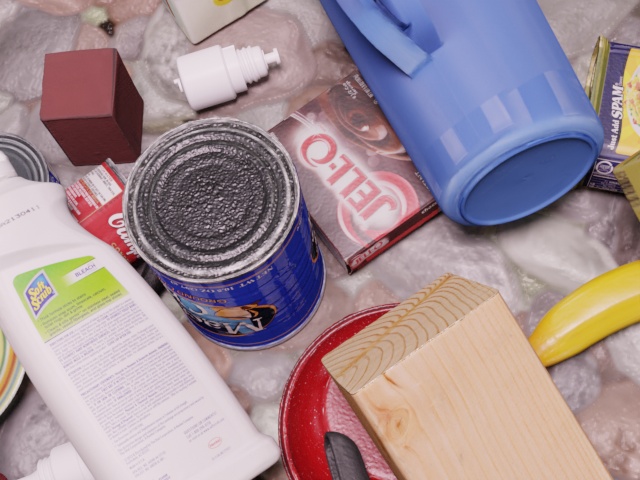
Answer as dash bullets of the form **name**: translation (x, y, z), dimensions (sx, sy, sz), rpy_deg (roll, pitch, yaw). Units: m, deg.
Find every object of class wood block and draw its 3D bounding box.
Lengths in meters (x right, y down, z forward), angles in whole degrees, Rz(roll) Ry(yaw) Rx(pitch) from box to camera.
- **wood block**: translation (0.097, 0.131, 0.572), dimensions (0.090, 0.090, 0.206), rpy_deg (-34, 100, -6)

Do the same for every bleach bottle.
- **bleach bottle**: translation (-0.133, 0.053, 0.648), dimensions (0.102, 0.068, 0.251), rpy_deg (-31, 85, -25)

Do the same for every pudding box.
- **pudding box**: translation (0.023, -0.047, 0.727), dimensions (0.090, 0.039, 0.113), rpy_deg (-35, 69, -7)

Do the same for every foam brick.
- **foam brick**: translation (-0.159, -0.092, 0.747), dimensions (0.051, 0.078, 0.053), rpy_deg (-2, 69, 5)

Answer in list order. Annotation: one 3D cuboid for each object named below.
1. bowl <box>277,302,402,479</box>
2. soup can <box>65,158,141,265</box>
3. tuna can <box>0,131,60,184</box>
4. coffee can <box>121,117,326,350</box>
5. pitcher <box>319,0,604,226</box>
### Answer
- **bowl**: translation (0.050, 0.107, 0.655), dimensions (0.162, 0.055, 0.162), rpy_deg (-3, 68, 6)
- **soup can**: translation (-0.162, 0.002, 0.716), dimensions (0.102, 0.068, 0.068), rpy_deg (-38, 69, -8)
- **tuna can**: translation (-0.228, -0.031, 0.755), dimensions (0.086, 0.034, 0.086), rpy_deg (-2, 69, 6)
- **coffee can**: translation (-0.054, 0.001, 0.663), dimensions (0.103, 0.140, 0.103), rpy_deg (-2, 68, 6)
- **pitcher**: translation (0.074, -0.134, 0.683), dimensions (0.149, 0.145, 0.243), rpy_deg (-18, 63, -11)
